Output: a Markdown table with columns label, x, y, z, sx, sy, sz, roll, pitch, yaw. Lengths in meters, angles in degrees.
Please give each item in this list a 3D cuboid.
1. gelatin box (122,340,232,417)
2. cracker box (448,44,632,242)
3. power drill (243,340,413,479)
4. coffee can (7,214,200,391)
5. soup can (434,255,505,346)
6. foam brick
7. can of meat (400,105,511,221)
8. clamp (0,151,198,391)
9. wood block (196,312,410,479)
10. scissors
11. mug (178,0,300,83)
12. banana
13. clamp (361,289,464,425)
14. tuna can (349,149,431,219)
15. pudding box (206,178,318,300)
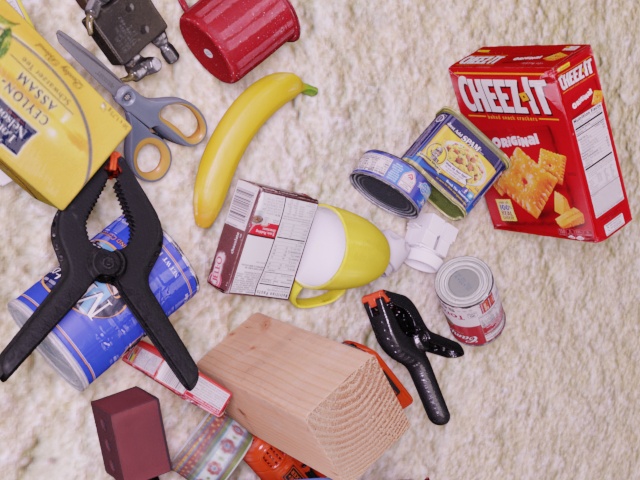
| label | x | y | z | sx | sy | sz | roll | pitch | yaw |
| --- | --- | --- | --- | --- | --- | --- | --- | --- | --- |
| gelatin box | -0.139 | 0.134 | 1.038 | 0.089 | 0.073 | 0.030 | 38 | 77 | -34 |
| cracker box | 0.246 | -0.109 | 1.207 | 0.072 | 0.164 | 0.213 | -33 | 115 | -28 |
| power drill | 0.018 | 0.219 | 1.171 | 0.187 | 0.057 | 0.184 | -49 | 124 | -19 |
| coffee can | -0.195 | 0.053 | 0.968 | 0.140 | 0.103 | 0.102 | -41 | 119 | -22 |
| soup can | 0.172 | 0.070 | 1.222 | 0.068 | 0.069 | 0.102 | -53 | 149 | -16 |
| foam brick | -0.183 | 0.189 | 1.031 | 0.051 | 0.053 | 0.078 | -18 | 107 | -31 |
| can of meat | 0.147 | -0.084 | 1.193 | 0.102 | 0.057 | 0.084 | 42 | 75 | -4 |
| clamp | -0.172 | 0.029 | 0.904 | 0.164 | 0.036 | 0.210 | 13 | 71 | -17 |
| wood block | -0.022 | 0.149 | 1.040 | 0.090 | 0.206 | 0.091 | -40 | 118 | -23 |
| scissors | -0.181 | -0.112 | 0.965 | 0.201 | 0.016 | 0.096 | 20 | 103 | -51 |
| mug | -0.087 | -0.212 | 1.013 | 0.081 | 0.093 | 0.117 | -42 | 88 | -16 |
| banana | -0.073 | -0.104 | 1.065 | 0.197 | 0.037 | 0.069 | -51 | 122 | -17 |
| clamp | 0.110 | 0.114 | 1.219 | 0.171 | 0.039 | 0.120 | 57 | 29 | -18 |
| tuna can | 0.076 | -0.061 | 1.145 | 0.086 | 0.086 | 0.033 | 41 | 73 | -32 |
| pudding box | -0.057 | 0.001 | 1.078 | 0.089 | 0.039 | 0.113 | 11 | 101 | -48 |
